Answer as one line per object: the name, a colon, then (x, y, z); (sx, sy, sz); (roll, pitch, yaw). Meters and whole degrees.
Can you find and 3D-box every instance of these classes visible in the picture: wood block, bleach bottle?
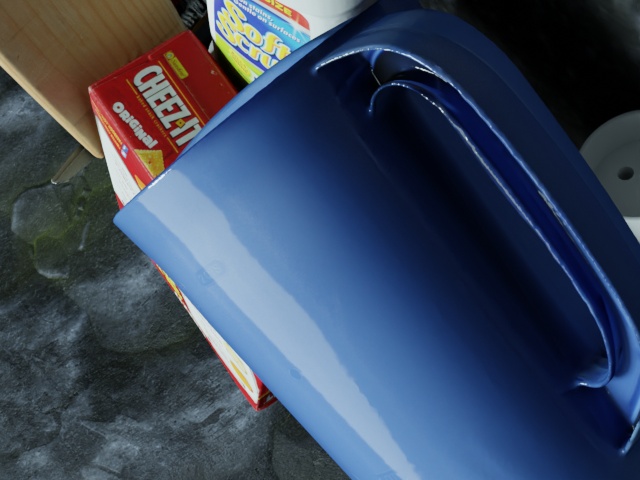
wood block: (-0.144, -0.133, 0.546); (0.090, 0.091, 0.206); (43, 174, 17)
bleach bottle: (-0.014, -0.115, 0.477); (0.102, 0.068, 0.251); (44, 172, 9)

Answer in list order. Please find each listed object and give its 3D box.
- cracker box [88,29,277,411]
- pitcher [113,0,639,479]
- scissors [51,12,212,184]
cracker box: (-0.054, 0.001, 0.625); (0.164, 0.072, 0.214); (54, 166, 12)
pitcher: (0.054, 0.038, 0.378); (0.243, 0.145, 0.149); (51, -165, -4)
scissors: (-0.087, -0.093, 0.682); (0.096, 0.201, 0.016); (24, 145, -8)
